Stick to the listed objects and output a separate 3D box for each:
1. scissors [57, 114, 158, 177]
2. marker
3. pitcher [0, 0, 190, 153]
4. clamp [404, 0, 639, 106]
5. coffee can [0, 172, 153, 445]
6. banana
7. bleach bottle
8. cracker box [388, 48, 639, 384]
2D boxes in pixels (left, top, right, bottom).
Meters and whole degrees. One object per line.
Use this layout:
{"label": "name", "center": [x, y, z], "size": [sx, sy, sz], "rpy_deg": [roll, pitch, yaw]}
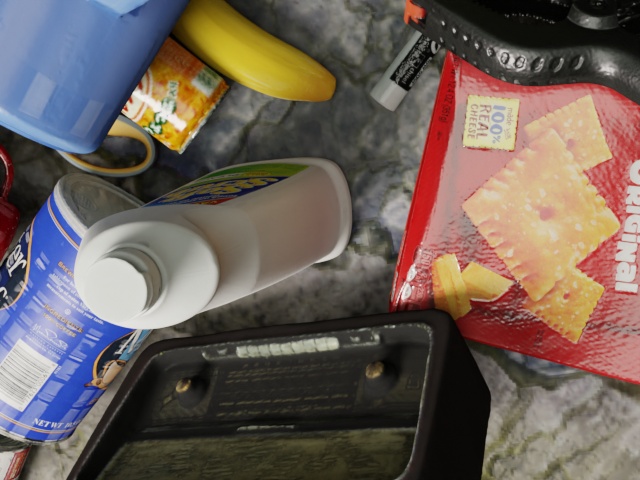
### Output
{"label": "scissors", "center": [-0.192, -0.104, 0.678], "size": [0.201, 0.016, 0.096], "rpy_deg": [23, 95, -7]}
{"label": "marker", "center": [0.072, -0.131, 0.638], "size": [0.020, 0.020, 0.121], "rpy_deg": [38, 105, 4]}
{"label": "pitcher", "center": [-0.104, -0.168, 0.542], "size": [0.145, 0.149, 0.243], "rpy_deg": [30, 94, 5]}
{"label": "clamp", "center": [0.146, -0.104, 0.559], "size": [0.210, 0.164, 0.036], "rpy_deg": [7, 136, 6]}
{"label": "coffee can", "center": [-0.158, 0.043, 0.672], "size": [0.103, 0.102, 0.140], "rpy_deg": [40, 105, 3]}
{"label": "banana", "center": [-0.071, -0.154, 0.655], "size": [0.070, 0.037, 0.198], "rpy_deg": [-34, 91, 15]}
{"label": "bleach bottle", "center": [-0.054, 0.001, 0.566], "size": [0.103, 0.250, 0.068], "rpy_deg": [-4, 98, 12]}
{"label": "cracker box", "center": [0.159, -0.010, 0.612], "size": [0.214, 0.072, 0.164], "rpy_deg": [14, 102, 9]}
